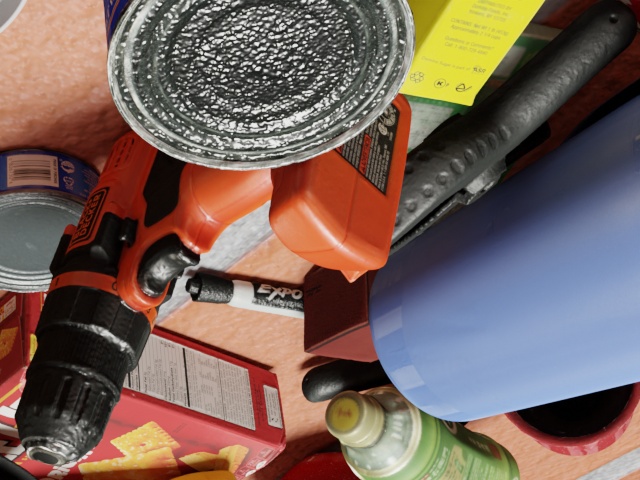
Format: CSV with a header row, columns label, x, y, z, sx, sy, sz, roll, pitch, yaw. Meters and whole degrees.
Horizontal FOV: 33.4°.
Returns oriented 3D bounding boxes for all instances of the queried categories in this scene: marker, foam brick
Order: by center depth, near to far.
label,x,y,z,sx,sy,sz,roll,pitch,yaw
foam brick,0.030,0.040,0.662,0.051,0.053,0.078,11,157,-27
marker,-0.030,0.038,0.687,0.120,0.020,0.020,12,137,-29

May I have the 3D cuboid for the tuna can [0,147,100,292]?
label,x,y,z,sx,sy,sz,roll,pitch,yaw
tuna can,-0.155,-0.010,0.575,0.086,0.034,0.086,-8,143,-6

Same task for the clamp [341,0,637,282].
label,x,y,z,sx,sy,sz,roll,pitch,yaw
clamp,0.073,-0.045,0.490,0.171,0.039,0.120,-38,165,-29

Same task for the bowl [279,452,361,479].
label,x,y,z,sx,sy,sz,roll,pitch,yaw
bowl,0.028,0.212,0.878,0.162,0.055,0.162,5,156,2

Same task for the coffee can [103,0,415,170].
label,x,y,z,sx,sy,sz,roll,pitch,yaw
coffee can,-0.031,-0.111,0.390,0.102,0.140,0.103,-8,143,-6

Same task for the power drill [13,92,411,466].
label,x,y,z,sx,sy,sz,roll,pitch,yaw
power drill,-0.053,0.001,0.469,0.188,0.184,0.057,-22,133,37

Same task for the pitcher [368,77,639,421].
label,x,y,z,sx,sy,sz,roll,pitch,yaw
pitcher,0.137,0.004,0.534,0.148,0.145,0.243,-20,173,-41

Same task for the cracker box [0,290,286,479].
label,x,y,z,sx,sy,sz,roll,pitch,yaw
cracker box,-0.154,0.127,0.723,0.164,0.072,0.213,-37,136,29

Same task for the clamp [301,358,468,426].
label,x,y,z,sx,sy,sz,roll,pitch,yaw
clamp,0.097,0.075,0.757,0.164,0.036,0.210,11,140,-33
